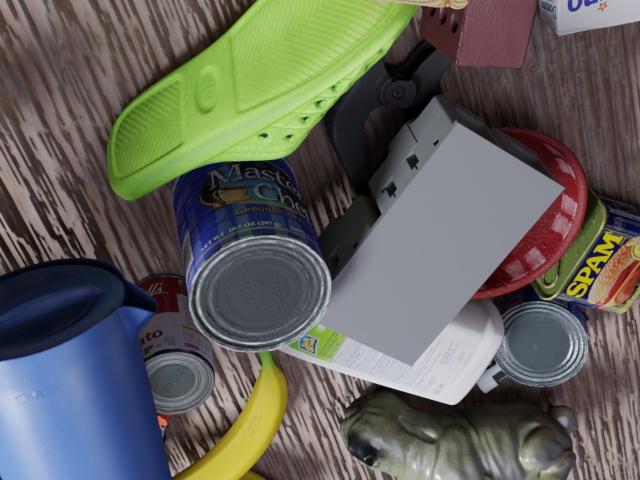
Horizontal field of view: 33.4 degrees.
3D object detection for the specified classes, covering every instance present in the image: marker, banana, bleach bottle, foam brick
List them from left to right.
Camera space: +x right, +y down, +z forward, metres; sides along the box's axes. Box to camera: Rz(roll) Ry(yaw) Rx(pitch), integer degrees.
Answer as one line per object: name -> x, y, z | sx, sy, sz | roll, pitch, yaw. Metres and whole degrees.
banana -> -0.088, 0.185, 0.963 | 0.069, 0.037, 0.198 | 37, 89, -14
bleach bottle -> 0.026, 0.065, 0.915 | 0.250, 0.068, 0.103 | 19, 117, -21
foam brick -> 0.108, -0.155, 0.740 | 0.051, 0.078, 0.053 | 1, 115, -16
marker -> 0.200, 0.104, 1.007 | 0.121, 0.020, 0.020 | -35, 124, 11

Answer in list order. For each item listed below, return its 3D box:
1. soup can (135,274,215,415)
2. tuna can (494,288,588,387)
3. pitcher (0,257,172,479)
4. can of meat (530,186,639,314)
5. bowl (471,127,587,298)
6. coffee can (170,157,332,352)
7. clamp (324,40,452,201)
soup can -> -0.124, 0.084, 0.867 | 0.068, 0.102, 0.068 | -6, 125, -9
tuna can -> 0.199, 0.087, 0.967 | 0.086, 0.033, 0.086 | 5, 113, 12
pitcher -> -0.187, 0.146, 0.777 | 0.144, 0.149, 0.243 | -35, 125, -40
can of meat -> 0.245, 0.011, 0.934 | 0.083, 0.057, 0.102 | 15, 119, -25
bowl -> 0.134, -0.032, 0.878 | 0.162, 0.055, 0.162 | -6, 124, -9
coffee can -> -0.055, 0.001, 0.804 | 0.102, 0.140, 0.103 | -6, 124, -10
clamp -> 0.065, -0.124, 0.812 | 0.164, 0.036, 0.210 | -3, 120, -11
